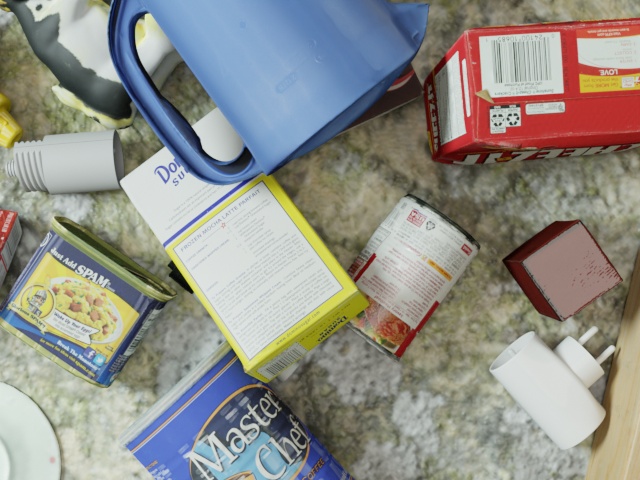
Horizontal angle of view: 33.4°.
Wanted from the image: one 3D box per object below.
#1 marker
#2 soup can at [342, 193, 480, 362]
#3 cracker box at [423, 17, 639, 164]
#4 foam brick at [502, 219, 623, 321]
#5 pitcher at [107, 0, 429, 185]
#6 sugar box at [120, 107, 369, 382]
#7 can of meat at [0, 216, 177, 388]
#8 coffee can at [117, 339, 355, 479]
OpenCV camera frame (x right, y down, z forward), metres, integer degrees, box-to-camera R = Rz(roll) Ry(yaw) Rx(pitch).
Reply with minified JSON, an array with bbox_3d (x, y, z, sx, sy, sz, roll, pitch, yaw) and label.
[{"bbox_3d":[-0.065,0.056,0.782,0.121,0.020,0.020,43,89,0],"label":"marker"},{"bbox_3d":[0.058,0.026,0.759,0.068,0.068,0.102,37,89,0],"label":"soup can"},{"bbox_3d":[0.161,-0.091,0.688,0.164,0.213,0.072,-4,91,0],"label":"cracker box"},{"bbox_3d":[0.169,0.020,0.755,0.053,0.078,0.051,-36,90,1],"label":"foam brick"},{"bbox_3d":[-0.063,-0.164,0.686,0.243,0.145,0.149,51,55,-2],"label":"pitcher"},{"bbox_3d":[-0.055,0.001,0.741,0.093,0.048,0.176,-37,65,1],"label":"sugar box"},{"bbox_3d":[-0.169,0.045,0.764,0.102,0.057,0.084,34,92,1],"label":"can of meat"},{"bbox_3d":[-0.056,0.154,0.740,0.103,0.103,0.140,-42,90,-1],"label":"coffee can"}]
